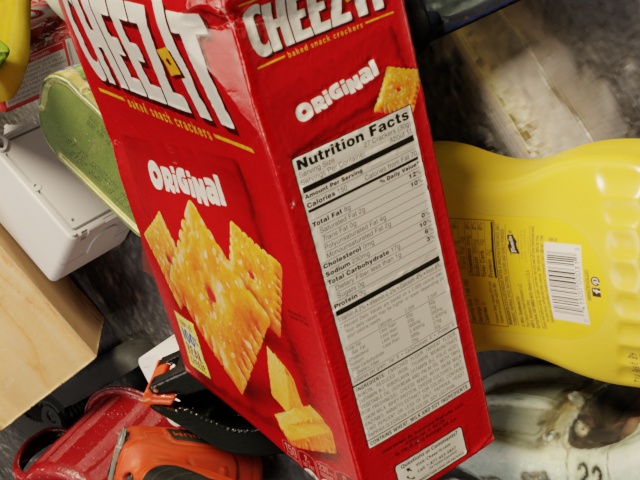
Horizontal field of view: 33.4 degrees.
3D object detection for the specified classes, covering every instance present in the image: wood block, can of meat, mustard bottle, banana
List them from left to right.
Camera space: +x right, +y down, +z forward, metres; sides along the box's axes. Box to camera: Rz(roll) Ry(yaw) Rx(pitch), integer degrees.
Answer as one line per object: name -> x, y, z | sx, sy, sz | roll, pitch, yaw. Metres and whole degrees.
wood block -> -0.241, 0.012, 0.681 | 0.206, 0.090, 0.091 | 52, -179, -14
banana -> -0.159, -0.133, 0.535 | 0.070, 0.037, 0.198 | -47, 40, 37
can of meat -> -0.082, -0.058, 0.551 | 0.102, 0.083, 0.058 | 42, 137, 15
mustard bottle -> 0.066, 0.005, 0.471 | 0.192, 0.058, 0.096 | 4, 113, 41

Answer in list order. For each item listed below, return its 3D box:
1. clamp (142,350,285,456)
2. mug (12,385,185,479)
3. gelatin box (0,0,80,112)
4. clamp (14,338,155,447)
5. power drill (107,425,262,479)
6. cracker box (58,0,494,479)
clamp -> -0.006, 0.077, 0.561 | 0.171, 0.039, 0.120 | 11, 118, 0
mug -> -0.152, 0.154, 0.709 | 0.117, 0.081, 0.093 | 14, 124, 22
gelatin box -> -0.169, -0.106, 0.596 | 0.073, 0.089, 0.030 | 19, 128, 34
clamp -> -0.183, 0.132, 0.801 | 0.210, 0.036, 0.164 | 7, 119, 36
power drill -> -0.026, 0.154, 0.607 | 0.188, 0.184, 0.057 | 3, 80, 57
cracker box -> -0.024, -0.018, 0.428 | 0.164, 0.072, 0.213 | 26, 138, 53
